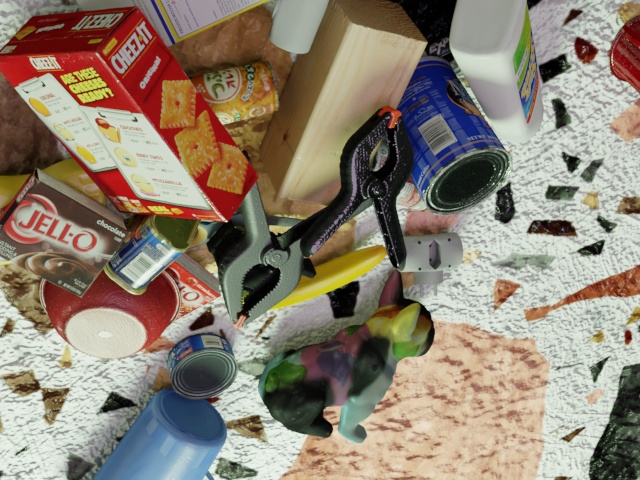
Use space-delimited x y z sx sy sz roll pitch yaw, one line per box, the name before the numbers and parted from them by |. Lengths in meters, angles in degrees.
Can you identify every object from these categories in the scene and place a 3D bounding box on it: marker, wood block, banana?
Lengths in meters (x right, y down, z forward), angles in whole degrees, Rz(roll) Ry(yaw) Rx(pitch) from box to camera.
marker | 0.131 -0.209 1.156 0.121 0.020 0.020 -28 132 2
wood block | 0.019 -0.146 1.114 0.090 0.091 0.206 8 124 -26
banana | -0.015 0.050 1.286 0.197 0.037 0.070 -17 170 -15

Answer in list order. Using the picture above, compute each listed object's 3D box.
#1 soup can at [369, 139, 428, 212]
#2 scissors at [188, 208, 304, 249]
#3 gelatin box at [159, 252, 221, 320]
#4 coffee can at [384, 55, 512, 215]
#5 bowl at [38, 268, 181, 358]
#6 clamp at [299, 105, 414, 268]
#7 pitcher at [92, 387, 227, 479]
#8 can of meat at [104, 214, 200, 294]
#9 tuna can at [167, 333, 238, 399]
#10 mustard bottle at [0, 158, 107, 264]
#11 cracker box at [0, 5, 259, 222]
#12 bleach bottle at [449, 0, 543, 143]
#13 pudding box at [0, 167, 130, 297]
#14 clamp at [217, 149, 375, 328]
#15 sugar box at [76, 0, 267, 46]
soup can | 0.084 -0.076 1.213 0.102 0.068 0.069 14 121 -30
scissors | -0.099 -0.013 1.228 0.201 0.016 0.096 20 120 -33
gelatin box | -0.170 0.050 1.230 0.073 0.030 0.089 -28 134 22
coffee can | 0.126 -0.112 1.137 0.102 0.140 0.103 -19 147 -13
bowl | -0.238 0.084 1.197 0.162 0.055 0.162 -1 136 -1
clamp | 0.041 -0.051 1.082 0.120 0.039 0.171 -3 107 -28
pitcher | -0.212 0.314 1.377 0.243 0.145 0.149 -56 157 21
can of meat | -0.174 -0.005 1.129 0.057 0.102 0.084 41 123 -18
tuna can | -0.148 0.157 1.335 0.086 0.034 0.086 -11 131 -13
mustard bottle | -0.317 -0.023 1.103 0.191 0.058 0.096 -13 130 -11
cracker box | -0.179 -0.115 1.003 0.072 0.164 0.213 -57 132 -28
bleach bottle | 0.202 -0.180 1.147 0.068 0.102 0.250 10 165 24
pudding box | -0.263 -0.007 1.070 0.113 0.039 0.090 31 107 -32
clamp | -0.057 0.001 1.121 0.164 0.036 0.210 21 116 -31
sugar box | -0.136 -0.240 1.007 0.176 0.048 0.093 -22 133 1
